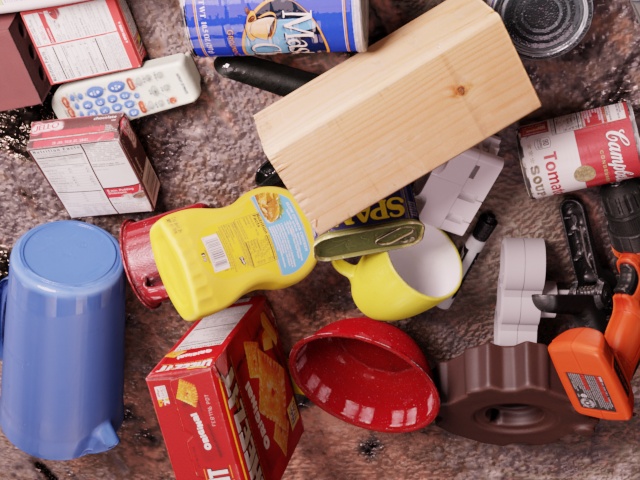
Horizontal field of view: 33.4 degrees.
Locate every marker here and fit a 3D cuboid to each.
[{"bbox_3d":[0.144,0.020,1.061,0.020,0.020,0.121,18,127,-9],"label":"marker"}]

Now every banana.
[{"bbox_3d":[-0.018,0.161,1.173,0.197,0.037,0.070,16,126,-7],"label":"banana"}]

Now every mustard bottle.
[{"bbox_3d":[-0.057,0.001,0.991,0.058,0.191,0.096,-32,80,56],"label":"mustard bottle"}]

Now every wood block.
[{"bbox_3d":[0.059,-0.105,0.868,0.206,0.090,0.090,-30,118,5],"label":"wood block"}]

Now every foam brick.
[{"bbox_3d":[-0.277,-0.162,0.942,0.051,0.053,0.078,-9,127,12],"label":"foam brick"}]

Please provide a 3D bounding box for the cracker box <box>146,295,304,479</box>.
[{"bbox_3d":[-0.084,0.164,1.044,0.072,0.213,0.164,-12,102,13],"label":"cracker box"}]

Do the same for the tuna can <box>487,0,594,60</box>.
[{"bbox_3d":[0.182,-0.194,0.885,0.086,0.033,0.086,3,127,3],"label":"tuna can"}]

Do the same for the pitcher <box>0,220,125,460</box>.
[{"bbox_3d":[-0.267,0.095,1.086,0.149,0.145,0.243,6,131,-9],"label":"pitcher"}]

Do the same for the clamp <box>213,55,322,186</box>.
[{"bbox_3d":[0.015,-0.123,0.939,0.210,0.036,0.164,-13,142,12],"label":"clamp"}]

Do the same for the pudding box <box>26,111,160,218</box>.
[{"bbox_3d":[-0.210,-0.069,0.997,0.090,0.039,0.113,-4,143,10],"label":"pudding box"}]

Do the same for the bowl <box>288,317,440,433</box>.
[{"bbox_3d":[0.051,0.129,1.096,0.162,0.055,0.162,15,141,13],"label":"bowl"}]

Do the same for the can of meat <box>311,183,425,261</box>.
[{"bbox_3d":[0.036,-0.035,0.971,0.102,0.084,0.057,-10,158,-2],"label":"can of meat"}]

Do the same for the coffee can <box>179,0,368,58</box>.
[{"bbox_3d":[-0.034,-0.201,0.857,0.140,0.102,0.103,-1,127,7],"label":"coffee can"}]

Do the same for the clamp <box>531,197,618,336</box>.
[{"bbox_3d":[0.260,0.041,1.034,0.039,0.120,0.171,7,159,41],"label":"clamp"}]

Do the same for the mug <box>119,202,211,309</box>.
[{"bbox_3d":[-0.139,0.018,1.029,0.081,0.117,0.093,-17,115,11],"label":"mug"}]

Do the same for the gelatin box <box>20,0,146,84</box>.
[{"bbox_3d":[-0.207,-0.182,0.934,0.089,0.030,0.073,-9,127,12],"label":"gelatin box"}]

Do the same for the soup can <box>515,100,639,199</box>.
[{"bbox_3d":[0.230,-0.079,0.947,0.102,0.068,0.068,-12,125,15],"label":"soup can"}]

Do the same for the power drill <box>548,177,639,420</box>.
[{"bbox_3d":[0.274,0.055,0.977,0.057,0.187,0.184,1,133,43],"label":"power drill"}]
